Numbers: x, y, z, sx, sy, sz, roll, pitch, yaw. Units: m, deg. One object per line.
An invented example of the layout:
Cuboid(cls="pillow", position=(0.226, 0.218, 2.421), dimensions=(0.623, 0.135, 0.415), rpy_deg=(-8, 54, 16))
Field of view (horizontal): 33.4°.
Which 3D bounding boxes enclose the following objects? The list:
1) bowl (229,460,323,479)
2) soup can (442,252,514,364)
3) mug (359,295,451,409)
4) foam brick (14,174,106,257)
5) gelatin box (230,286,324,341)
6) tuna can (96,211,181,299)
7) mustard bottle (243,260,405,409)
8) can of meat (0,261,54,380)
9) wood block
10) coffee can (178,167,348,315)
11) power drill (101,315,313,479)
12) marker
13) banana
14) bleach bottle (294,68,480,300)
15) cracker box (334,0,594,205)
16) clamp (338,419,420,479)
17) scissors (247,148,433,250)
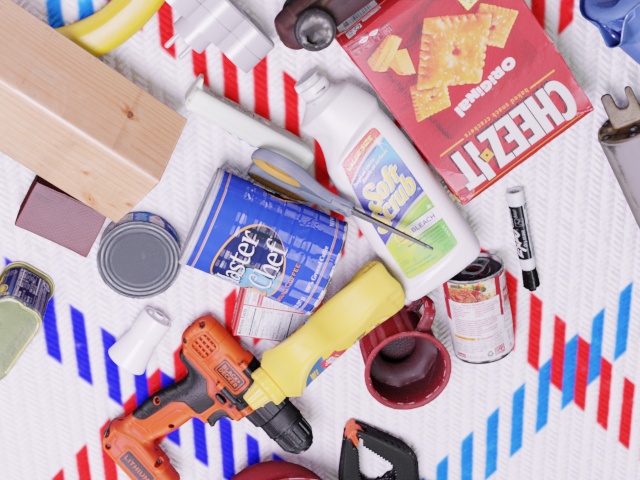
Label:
Cuboid(cls="bowl", position=(-0.058, 0.296, 1.197), dimensions=(0.162, 0.055, 0.162), rpy_deg=(-11, 134, -12))
Cuboid(cls="soup can", position=(0.169, 0.073, 1.143), dimensions=(0.068, 0.068, 0.102), rpy_deg=(-13, 114, -2))
Cuboid(cls="mug", position=(0.090, 0.111, 1.141), dimensions=(0.093, 0.081, 0.117), rpy_deg=(17, 109, -14))
Cuboid(cls="foam brick", position=(-0.254, -0.029, 1.057), dimensions=(0.078, 0.051, 0.053), rpy_deg=(27, 105, -17))
Cuboid(cls="gelatin box", position=(-0.045, 0.069, 1.135), dimensions=(0.089, 0.030, 0.073), rpy_deg=(10, 112, -13))
Cuboid(cls="tuna can", position=(-0.185, 0.015, 1.093), dimensions=(0.086, 0.034, 0.086), rpy_deg=(-2, 112, -6))
Cuboid(cls="mustard bottle", position=(-0.001, 0.103, 1.091), dimensions=(0.191, 0.096, 0.058), rpy_deg=(-40, 81, -9))
Cuboid(cls="can of meat", position=(-0.317, 0.084, 1.077), dimensions=(0.057, 0.084, 0.102), rpy_deg=(33, 105, -19))
Cuboid(cls="wood block", position=(-0.240, -0.119, 0.981), dimensions=(0.206, 0.090, 0.090), rpy_deg=(34, 139, -20))
Cuboid(cls="coffee can", position=(-0.057, 0.001, 1.058), dimensions=(0.140, 0.103, 0.103), rpy_deg=(23, 108, -9))
Cuboid(cls="power drill", position=(-0.125, 0.199, 1.148), dimensions=(0.188, 0.057, 0.184), rpy_deg=(-41, 94, 8))
Cuboid(cls="marker", position=(0.218, 0.001, 1.147), dimensions=(0.020, 0.020, 0.121), rpy_deg=(-16, 113, -1))
Cuboid(cls="banana", position=(-0.190, -0.222, 0.993), dimensions=(0.198, 0.037, 0.069), rpy_deg=(-34, 114, 7))
Cuboid(cls="bleach bottle", position=(0.054, -0.062, 1.078), dimensions=(0.103, 0.068, 0.250), rpy_deg=(-35, 109, 12))
Cuboid(cls="cracker box", position=(0.140, -0.166, 1.040), dimensions=(0.164, 0.072, 0.213), rpy_deg=(-37, 113, 9))
Cuboid(cls="clamp", position=(0.091, 0.289, 1.239), dimensions=(0.164, 0.036, 0.210), rpy_deg=(-22, 113, 3))
Cuboid(cls="scissors", position=(0.012, -0.043, 1.032), dimensions=(0.202, 0.096, 0.016), rpy_deg=(22, 76, 22))
